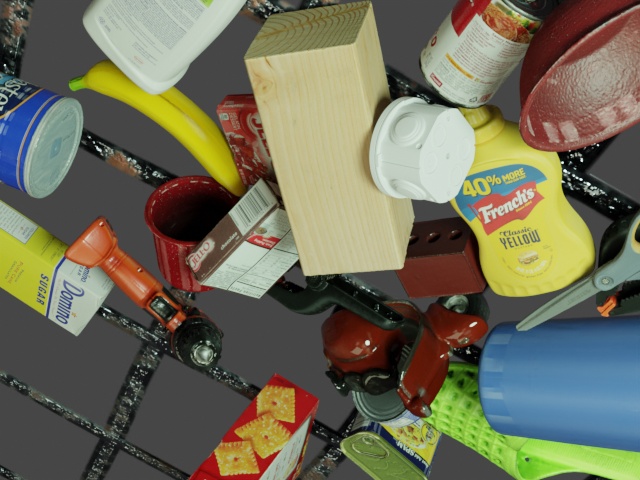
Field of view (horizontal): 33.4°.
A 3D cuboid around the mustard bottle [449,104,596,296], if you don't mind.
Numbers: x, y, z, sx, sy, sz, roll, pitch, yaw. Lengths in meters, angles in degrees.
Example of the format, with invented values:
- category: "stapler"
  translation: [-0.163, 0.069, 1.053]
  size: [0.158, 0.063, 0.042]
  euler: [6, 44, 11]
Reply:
- category: "mustard bottle"
  translation: [0.158, -0.042, 0.897]
  size: [0.096, 0.058, 0.191]
  euler: [-14, 123, 26]

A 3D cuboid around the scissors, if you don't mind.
- category: "scissors"
  translation: [0.258, 0.036, 0.886]
  size: [0.096, 0.016, 0.202]
  euler: [31, 128, -5]

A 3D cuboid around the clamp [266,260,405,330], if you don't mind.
- category: "clamp"
  translation: [0.010, 0.040, 1.032]
  size: [0.172, 0.039, 0.120]
  euler: [-20, 77, 42]

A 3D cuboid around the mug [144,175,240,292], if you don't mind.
- category: "mug"
  translation: [-0.111, -0.006, 1.053]
  size: [0.117, 0.093, 0.081]
  euler: [-12, 140, -11]

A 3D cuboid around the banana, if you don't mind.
- category: "banana"
  translation: [-0.141, -0.114, 0.997]
  size: [0.197, 0.037, 0.070]
  euler: [35, 154, -5]

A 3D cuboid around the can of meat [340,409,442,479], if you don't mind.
- category: "can of meat"
  translation: [0.081, 0.212, 1.153]
  size: [0.102, 0.083, 0.058]
  euler: [42, 135, -14]

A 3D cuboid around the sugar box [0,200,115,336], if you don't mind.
- category: "sugar box"
  translation: [-0.327, 0.029, 1.212]
  size: [0.176, 0.048, 0.093]
  euler: [36, 136, -7]

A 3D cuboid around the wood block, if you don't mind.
- category: "wood block"
  translation: [0.013, -0.081, 0.888]
  size: [0.091, 0.090, 0.206]
  euler: [-5, 123, 16]

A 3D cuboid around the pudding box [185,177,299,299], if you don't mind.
- category: "pudding box"
  translation: [-0.057, 0.001, 0.996]
  size: [0.114, 0.039, 0.089]
  euler: [-44, 148, 19]

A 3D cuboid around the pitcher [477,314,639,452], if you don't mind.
- category: "pitcher"
  translation: [0.276, 0.131, 0.963]
  size: [0.243, 0.144, 0.149]
  euler: [-2, 117, 32]

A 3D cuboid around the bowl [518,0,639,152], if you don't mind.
- category: "bowl"
  translation: [0.201, -0.134, 0.757]
  size: [0.055, 0.161, 0.162]
  euler: [64, 144, 26]

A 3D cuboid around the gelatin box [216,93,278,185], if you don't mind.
- category: "gelatin box"
  translation: [-0.046, -0.091, 0.972]
  size: [0.073, 0.030, 0.089]
  euler: [2, 131, 24]

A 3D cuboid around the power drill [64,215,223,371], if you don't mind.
- category: "power drill"
  translation: [-0.178, 0.058, 1.100]
  size: [0.187, 0.057, 0.184]
  euler: [45, 173, -11]

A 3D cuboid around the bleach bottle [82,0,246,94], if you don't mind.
- category: "bleach bottle"
  translation: [-0.092, -0.207, 0.833]
  size: [0.102, 0.068, 0.251]
  euler: [45, 143, -16]

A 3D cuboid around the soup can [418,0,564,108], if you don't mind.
- category: "soup can"
  translation: [0.127, -0.156, 0.801]
  size: [0.068, 0.068, 0.102]
  euler: [33, 137, -5]

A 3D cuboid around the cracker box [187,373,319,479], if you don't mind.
- category: "cracker box"
  translation: [-0.093, 0.278, 1.206]
  size: [0.072, 0.213, 0.164]
  euler: [30, 139, 15]

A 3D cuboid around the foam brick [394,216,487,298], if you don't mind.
- category: "foam brick"
  translation: [0.112, 0.016, 0.978]
  size: [0.078, 0.053, 0.051]
  euler: [-8, 126, 31]

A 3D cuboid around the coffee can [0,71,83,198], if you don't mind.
- category: "coffee can"
  translation: [-0.317, -0.113, 1.033]
  size: [0.140, 0.102, 0.103]
  euler: [21, 136, 7]

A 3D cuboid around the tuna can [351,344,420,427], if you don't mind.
- category: "tuna can"
  translation: [0.076, 0.147, 1.093]
  size: [0.086, 0.086, 0.033]
  euler: [-16, 152, 36]
